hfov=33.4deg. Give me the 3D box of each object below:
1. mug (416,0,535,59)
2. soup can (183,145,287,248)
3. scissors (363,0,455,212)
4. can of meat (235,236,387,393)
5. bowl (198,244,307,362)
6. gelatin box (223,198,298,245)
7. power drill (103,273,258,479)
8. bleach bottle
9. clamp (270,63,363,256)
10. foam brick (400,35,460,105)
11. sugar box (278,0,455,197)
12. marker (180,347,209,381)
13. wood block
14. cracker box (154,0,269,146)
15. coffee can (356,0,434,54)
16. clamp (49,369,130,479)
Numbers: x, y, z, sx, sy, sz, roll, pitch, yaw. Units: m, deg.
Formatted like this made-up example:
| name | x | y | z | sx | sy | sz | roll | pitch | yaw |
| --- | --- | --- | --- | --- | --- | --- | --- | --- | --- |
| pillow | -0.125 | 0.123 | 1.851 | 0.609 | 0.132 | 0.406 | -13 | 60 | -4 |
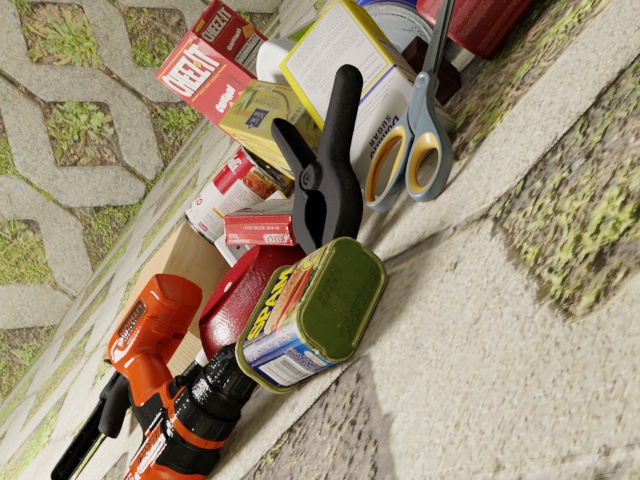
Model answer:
| name | x | y | z | sx | sy | sz | roll | pitch | yaw |
| --- | --- | --- | --- | --- | --- | --- | --- | --- | --- |
| mug | 0.141 | -0.209 | 0.919 | 0.082 | 0.093 | 0.117 | -54 | -19 | 18 |
| soup can | -0.095 | -0.046 | 1.191 | 0.102 | 0.068 | 0.068 | -47 | 14 | 9 |
| scissors | 0.091 | -0.112 | 0.835 | 0.096 | 0.016 | 0.202 | 27 | 93 | 55 |
| can of meat | -0.006 | 0.053 | 0.779 | 0.084 | 0.057 | 0.102 | -32 | 25 | 51 |
| bowl | -0.062 | 0.056 | 0.970 | 0.162 | 0.055 | 0.162 | -50 | 13 | 15 |
| gelatin box | -0.035 | -0.017 | 0.975 | 0.073 | 0.030 | 0.089 | 1 | 13 | 29 |
| power drill | -0.119 | 0.111 | 0.887 | 0.185 | 0.057 | 0.188 | -53 | 32 | 21 |
| bleach bottle | 0.042 | -0.238 | 1.219 | 0.250 | 0.103 | 0.068 | -43 | -24 | -37 |
| clamp | -0.004 | -0.053 | 0.903 | 0.120 | 0.039 | 0.171 | -22 | 63 | 58 |
| foam brick | 0.083 | -0.139 | 0.982 | 0.078 | 0.053 | 0.051 | -46 | 14 | 25 |
| sugar box | 0.037 | -0.129 | 0.939 | 0.093 | 0.048 | 0.176 | -47 | 52 | 21 |
| marker | -0.100 | 0.098 | 1.069 | 0.121 | 0.020 | 0.020 | -52 | 13 | 4 |
| wood block | -0.160 | 0.075 | 1.185 | 0.091 | 0.090 | 0.206 | -47 | 14 | 21 |
| cracker box | -0.097 | -0.197 | 1.403 | 0.072 | 0.213 | 0.164 | -59 | 14 | -25 |
| coffee can | 0.083 | -0.224 | 1.098 | 0.103 | 0.102 | 0.140 | -43 | 16 | 36 |
| clamp | -0.245 | 0.189 | 1.295 | 0.165 | 0.036 | 0.209 | -39 | 19 | 49 |
